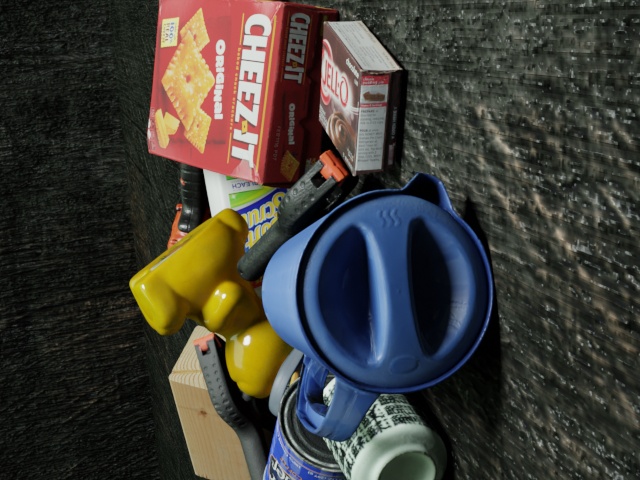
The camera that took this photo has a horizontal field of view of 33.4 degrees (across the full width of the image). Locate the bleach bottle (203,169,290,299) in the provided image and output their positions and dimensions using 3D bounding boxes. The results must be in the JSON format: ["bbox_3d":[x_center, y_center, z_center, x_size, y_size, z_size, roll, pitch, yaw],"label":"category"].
[{"bbox_3d":[-0.057,0.001,1.137,0.068,0.102,0.251,132,126,-70],"label":"bleach bottle"}]

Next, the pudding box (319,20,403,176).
[{"bbox_3d":[0.030,-0.117,0.861,0.113,0.039,0.090,-120,27,-55],"label":"pudding box"}]

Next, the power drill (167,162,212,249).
[{"bbox_3d":[-0.143,-0.090,1.289,0.184,0.057,0.188,-84,0,-50],"label":"power drill"}]

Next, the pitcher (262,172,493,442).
[{"bbox_3d":[0.021,0.048,0.796,0.145,0.149,0.243,65,168,-2],"label":"pitcher"}]

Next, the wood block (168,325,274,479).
[{"bbox_3d":[-0.117,0.215,1.345,0.206,0.091,0.090,85,-157,-45],"label":"wood block"}]

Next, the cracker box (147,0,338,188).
[{"bbox_3d":[-0.083,-0.147,1.021,0.214,0.071,0.164,19,106,51],"label":"cracker box"}]

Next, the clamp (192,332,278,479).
[{"bbox_3d":[-0.081,0.198,1.189,0.210,0.036,0.164,60,-162,-25],"label":"clamp"}]

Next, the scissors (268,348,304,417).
[{"bbox_3d":[-0.011,0.082,1.001,0.096,0.016,0.202,-34,-42,-56],"label":"scissors"}]

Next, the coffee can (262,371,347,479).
[{"bbox_3d":[0.004,0.198,0.986,0.140,0.102,0.103,103,155,-51],"label":"coffee can"}]

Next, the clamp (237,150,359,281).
[{"bbox_3d":[-0.003,-0.030,0.937,0.039,0.120,0.172,48,144,4],"label":"clamp"}]
